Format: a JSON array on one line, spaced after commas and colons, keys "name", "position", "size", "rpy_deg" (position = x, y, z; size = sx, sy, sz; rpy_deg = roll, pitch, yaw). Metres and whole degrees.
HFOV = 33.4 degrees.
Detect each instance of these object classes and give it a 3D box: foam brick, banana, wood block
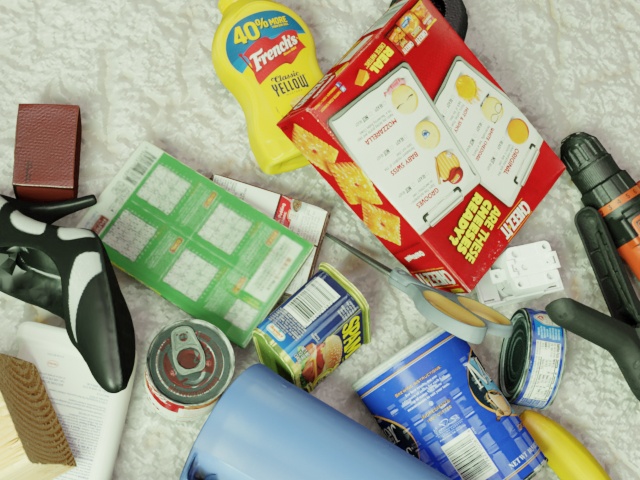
[{"name": "foam brick", "position": [-0.235, -0.073, 0.921], "size": [0.053, 0.051, 0.078], "rpy_deg": [3, 72, -9]}, {"name": "banana", "position": [0.236, 0.228, 0.909], "size": [0.037, 0.069, 0.198], "rpy_deg": [-36, 73, 26]}, {"name": "wood block", "position": [-0.298, 0.170, 0.776], "size": [0.206, 0.090, 0.091], "rpy_deg": [-28, 74, 2]}]

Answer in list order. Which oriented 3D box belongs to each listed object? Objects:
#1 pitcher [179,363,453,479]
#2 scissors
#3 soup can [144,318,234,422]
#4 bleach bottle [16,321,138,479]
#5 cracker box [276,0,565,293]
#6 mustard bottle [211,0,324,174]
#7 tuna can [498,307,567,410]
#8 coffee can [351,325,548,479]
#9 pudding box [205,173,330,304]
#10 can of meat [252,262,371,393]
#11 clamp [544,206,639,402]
[{"name": "pitcher", "position": [0.017, 0.206, 0.796], "size": [0.243, 0.145, 0.149], "rpy_deg": [26, 61, 16]}, {"name": "scissors", "position": [0.088, 0.039, 0.911], "size": [0.096, 0.202, 0.016], "rpy_deg": [13, 105, -33]}, {"name": "soup can", "position": [-0.108, 0.107, 0.860], "size": [0.068, 0.102, 0.068], "rpy_deg": [3, 72, -10]}, {"name": "bleach bottle", "position": [-0.220, 0.197, 0.835], "size": [0.102, 0.068, 0.251], "rpy_deg": [13, 74, -3]}, {"name": "cracker box", "position": [0.091, -0.082, 0.938], "size": [0.213, 0.072, 0.164], "rpy_deg": [47, 67, -15]}, {"name": "mustard bottle", "position": [-0.046, -0.161, 0.979], "size": [0.096, 0.058, 0.192], "rpy_deg": [-22, 77, -17]}, {"name": "tuna can", "position": [0.183, 0.102, 0.924], "size": [0.033, 0.086, 0.086], "rpy_deg": [10, 71, -5]}, {"name": "coffee can", "position": [0.106, 0.150, 0.885], "size": [0.102, 0.103, 0.140], "rpy_deg": [-31, 81, -18]}, {"name": "pudding box", "position": [-0.056, 0.001, 0.937], "size": [0.113, 0.039, 0.090], "rpy_deg": [17, 73, -2]}, {"name": "can of meat", "position": [-0.007, 0.079, 0.888], "size": [0.084, 0.102, 0.057], "rpy_deg": [-41, 67, -16]}, {"name": "clamp", "position": [0.270, 0.087, 0.935], "size": [0.210, 0.036, 0.164], "rpy_deg": [54, 37, -7]}]
